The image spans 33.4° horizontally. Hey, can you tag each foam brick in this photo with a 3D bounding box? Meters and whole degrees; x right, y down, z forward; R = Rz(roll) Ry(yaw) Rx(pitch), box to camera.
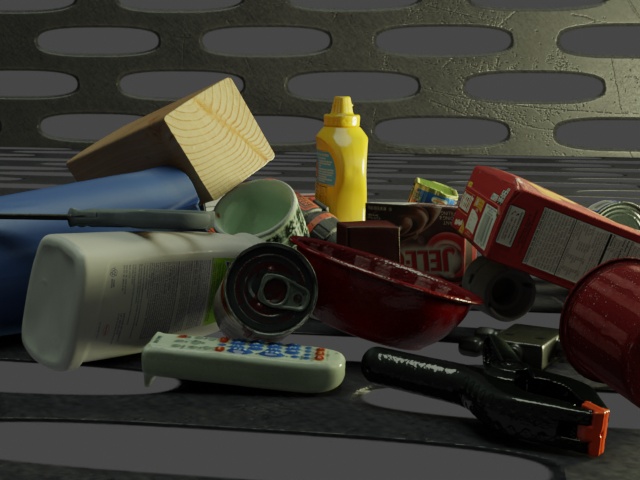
[{"bbox_3d":[0.045,0.021,1.020,0.051,0.078,0.053,-3,9,-10],"label":"foam brick"}]

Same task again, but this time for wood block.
[{"bbox_3d":[-0.154,-0.080,1.060,0.090,0.091,0.207,-39,16,-36],"label":"wood block"}]

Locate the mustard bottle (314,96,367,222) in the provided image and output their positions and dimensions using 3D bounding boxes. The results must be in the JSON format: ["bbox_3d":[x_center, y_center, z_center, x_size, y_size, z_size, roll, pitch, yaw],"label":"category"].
[{"bbox_3d":[0.023,-0.068,1.222,0.058,0.192,0.096,-2,9,-14],"label":"mustard bottle"}]

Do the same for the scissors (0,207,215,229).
[{"bbox_3d":[-0.173,-0.017,0.822,0.201,0.016,0.096,0,2,-24],"label":"scissors"}]

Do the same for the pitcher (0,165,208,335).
[{"bbox_3d":[-0.229,0.017,0.925,0.242,0.149,0.145,-10,37,-37],"label":"pitcher"}]

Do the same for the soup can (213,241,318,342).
[{"bbox_3d":[-0.044,0.044,0.805,0.068,0.068,0.102,-1,-12,-11],"label":"soup can"}]

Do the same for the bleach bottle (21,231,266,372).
[{"bbox_3d":[-0.113,0.043,0.866,0.068,0.102,0.250,23,15,39],"label":"bleach bottle"}]

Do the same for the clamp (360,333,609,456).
[{"bbox_3d":[0.122,0.093,0.685,0.120,0.039,0.172,-13,21,-39],"label":"clamp"}]

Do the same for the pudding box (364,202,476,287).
[{"bbox_3d":[0.100,0.008,1.067,0.114,0.090,0.039,5,8,32],"label":"pudding box"}]

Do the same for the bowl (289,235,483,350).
[{"bbox_3d":[0.045,0.046,0.849,0.162,0.055,0.162,18,5,-2],"label":"bowl"}]

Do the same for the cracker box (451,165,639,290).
[{"bbox_3d":[0.234,0.007,0.926,0.213,0.072,0.164,20,8,-5],"label":"cracker box"}]

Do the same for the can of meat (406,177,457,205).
[{"bbox_3d":[0.124,-0.025,1.258,0.057,0.084,0.102,19,10,1],"label":"can of meat"}]
